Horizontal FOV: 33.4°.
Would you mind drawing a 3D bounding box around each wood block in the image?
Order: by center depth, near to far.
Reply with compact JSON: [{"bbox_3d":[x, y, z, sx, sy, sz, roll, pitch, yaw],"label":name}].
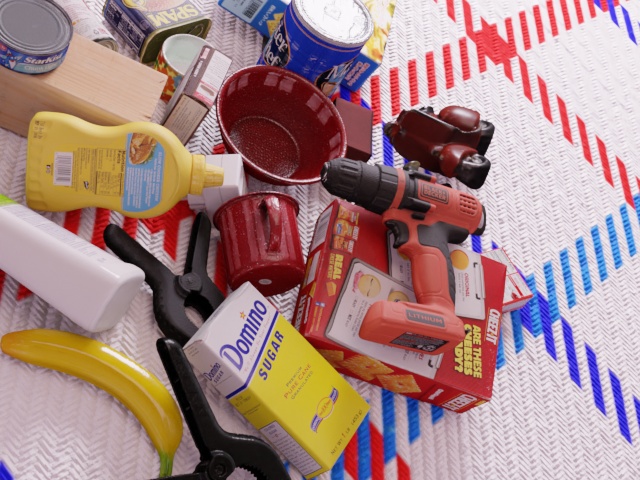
[{"bbox_3d":[-0.277,-0.160,1.110,0.206,0.090,0.090,24,48,-12],"label":"wood block"}]

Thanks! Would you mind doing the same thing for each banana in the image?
[{"bbox_3d":[-0.194,0.130,0.966,0.198,0.037,0.069,38,46,1],"label":"banana"}]

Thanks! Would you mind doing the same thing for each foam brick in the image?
[{"bbox_3d":[0.029,-0.122,1.281,0.051,0.053,0.078,19,47,-17],"label":"foam brick"}]

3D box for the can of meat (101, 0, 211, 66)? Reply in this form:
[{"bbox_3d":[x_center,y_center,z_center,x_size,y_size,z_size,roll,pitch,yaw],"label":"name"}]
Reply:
[{"bbox_3d":[-0.194,-0.262,1.261,0.101,0.058,0.084,-28,69,-42],"label":"can of meat"}]

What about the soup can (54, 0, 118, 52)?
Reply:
[{"bbox_3d":[-0.279,-0.235,1.183,0.068,0.069,0.102,-27,72,-41],"label":"soup can"}]

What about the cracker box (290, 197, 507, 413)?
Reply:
[{"bbox_3d":[0.083,0.072,1.131,0.213,0.072,0.164,21,61,-15],"label":"cracker box"}]

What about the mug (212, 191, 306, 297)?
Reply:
[{"bbox_3d":[-0.057,0.001,1.094,0.093,0.117,0.081,-1,61,-19],"label":"mug"}]

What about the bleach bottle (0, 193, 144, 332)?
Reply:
[{"bbox_3d":[-0.291,-0.008,0.992,0.251,0.068,0.102,32,2,5],"label":"bleach bottle"}]

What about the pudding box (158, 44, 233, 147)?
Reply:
[{"bbox_3d":[-0.143,-0.145,1.158,0.039,0.114,0.090,27,47,-13],"label":"pudding box"}]

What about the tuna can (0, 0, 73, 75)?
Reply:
[{"bbox_3d":[-0.289,-0.205,1.051,0.086,0.034,0.086,15,50,-19],"label":"tuna can"}]

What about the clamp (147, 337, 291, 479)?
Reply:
[{"bbox_3d":[-0.096,0.193,0.948,0.209,0.036,0.164,28,66,-18],"label":"clamp"}]

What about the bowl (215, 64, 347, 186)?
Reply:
[{"bbox_3d":[-0.052,-0.118,1.205,0.162,0.055,0.162,14,55,-22],"label":"bowl"}]

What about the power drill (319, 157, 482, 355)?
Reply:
[{"bbox_3d":[0.081,0.012,1.078,0.184,0.057,0.187,14,62,-20],"label":"power drill"}]

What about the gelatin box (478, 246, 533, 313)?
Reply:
[{"bbox_3d":[0.197,0.052,1.256,0.089,0.030,0.073,-14,62,-35],"label":"gelatin box"}]

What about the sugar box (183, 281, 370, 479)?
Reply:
[{"bbox_3d":[-0.041,0.133,1.023,0.176,0.048,0.093,47,46,-9],"label":"sugar box"}]

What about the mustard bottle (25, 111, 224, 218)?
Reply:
[{"bbox_3d":[-0.192,-0.071,1.059,0.191,0.096,0.058,5,15,-9],"label":"mustard bottle"}]

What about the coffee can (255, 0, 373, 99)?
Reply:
[{"bbox_3d":[-0.012,-0.225,1.276,0.102,0.140,0.103,16,49,-19],"label":"coffee can"}]

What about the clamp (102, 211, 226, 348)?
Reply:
[{"bbox_3d":[-0.131,0.043,1.070,0.120,0.039,0.171,-22,75,-35],"label":"clamp"}]
